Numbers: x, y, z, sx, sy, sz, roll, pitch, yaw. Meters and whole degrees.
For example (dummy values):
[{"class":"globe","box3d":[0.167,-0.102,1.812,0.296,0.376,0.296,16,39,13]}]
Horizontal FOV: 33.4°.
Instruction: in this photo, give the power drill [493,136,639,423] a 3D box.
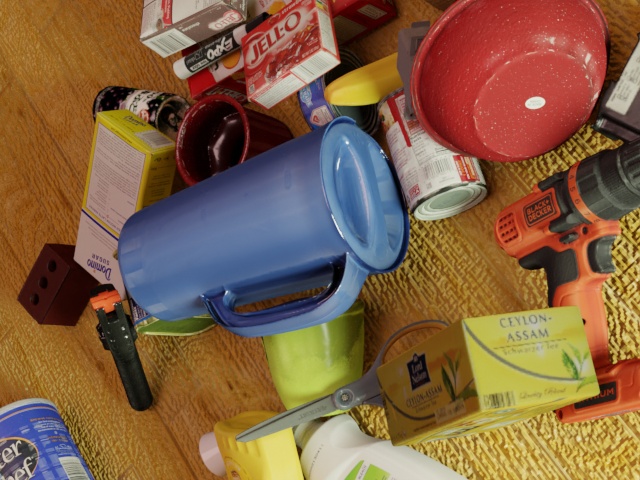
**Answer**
[{"class":"power drill","box3d":[0.211,0.031,0.781,0.185,0.057,0.187,-35,60,56]}]

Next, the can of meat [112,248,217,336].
[{"class":"can of meat","box3d":[-0.146,0.045,1.046,0.058,0.101,0.084,-28,70,30]}]

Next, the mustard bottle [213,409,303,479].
[{"class":"mustard bottle","box3d":[-0.038,0.249,0.942,0.096,0.058,0.191,-6,101,59]}]

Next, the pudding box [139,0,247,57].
[{"class":"pudding box","box3d":[-0.119,-0.235,1.010,0.114,0.039,0.090,-15,62,34]}]

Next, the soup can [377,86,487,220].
[{"class":"soup can","box3d":[0.095,-0.076,0.905,0.069,0.068,0.102,-28,68,30]}]

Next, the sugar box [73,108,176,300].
[{"class":"sugar box","box3d":[-0.202,-0.036,1.103,0.093,0.048,0.176,36,125,32]}]

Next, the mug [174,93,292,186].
[{"class":"mug","box3d":[-0.086,-0.093,1.034,0.117,0.081,0.093,40,107,33]}]

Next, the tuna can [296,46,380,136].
[{"class":"tuna can","box3d":[0.017,-0.129,0.960,0.034,0.086,0.086,-17,73,35]}]

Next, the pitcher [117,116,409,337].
[{"class":"pitcher","box3d":[-0.056,0.001,0.915,0.243,0.149,0.145,-18,97,31]}]

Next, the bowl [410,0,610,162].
[{"class":"bowl","box3d":[0.152,-0.115,0.807,0.162,0.162,0.055,-46,34,22]}]

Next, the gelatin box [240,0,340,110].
[{"class":"gelatin box","box3d":[-0.028,-0.167,0.936,0.089,0.030,0.073,-29,53,30]}]

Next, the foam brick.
[{"class":"foam brick","box3d":[-0.287,0.049,1.180,0.053,0.051,0.078,39,106,33]}]

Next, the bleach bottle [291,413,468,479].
[{"class":"bleach bottle","box3d":[0.069,0.213,0.886,0.251,0.067,0.102,33,103,37]}]

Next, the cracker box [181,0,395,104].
[{"class":"cracker box","box3d":[-0.043,-0.246,1.032,0.214,0.072,0.164,-25,69,32]}]

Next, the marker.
[{"class":"marker","box3d":[-0.089,-0.183,1.000,0.121,0.020,0.020,-21,71,33]}]

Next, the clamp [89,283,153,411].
[{"class":"clamp","box3d":[-0.207,0.087,1.071,0.120,0.039,0.171,54,159,31]}]

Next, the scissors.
[{"class":"scissors","box3d":[0.038,0.143,0.888,0.201,0.016,0.096,-35,77,-8]}]

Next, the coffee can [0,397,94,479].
[{"class":"coffee can","box3d":[-0.297,0.252,1.126,0.103,0.102,0.140,-50,58,20]}]

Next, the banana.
[{"class":"banana","box3d":[0.096,-0.166,0.909,0.198,0.069,0.037,-33,55,13]}]
